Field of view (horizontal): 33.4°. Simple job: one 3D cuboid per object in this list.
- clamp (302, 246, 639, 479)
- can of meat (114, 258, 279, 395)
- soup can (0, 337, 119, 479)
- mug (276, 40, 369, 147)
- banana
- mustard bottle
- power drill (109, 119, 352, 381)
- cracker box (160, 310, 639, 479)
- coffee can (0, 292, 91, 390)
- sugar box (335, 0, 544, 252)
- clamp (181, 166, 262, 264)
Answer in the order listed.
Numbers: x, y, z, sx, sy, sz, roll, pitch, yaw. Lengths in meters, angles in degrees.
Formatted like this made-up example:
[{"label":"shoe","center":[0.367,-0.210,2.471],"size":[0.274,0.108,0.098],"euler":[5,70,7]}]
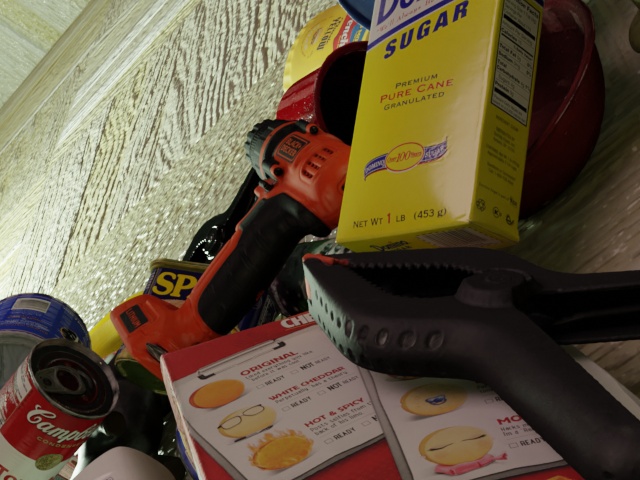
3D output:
[{"label":"clamp","center":[0.081,0.029,0.421],"size":[0.164,0.036,0.210],"euler":[-20,22,-38]},{"label":"can of meat","center":[-0.087,0.066,0.763],"size":[0.102,0.057,0.084],"euler":[7,58,17]},{"label":"soup can","center":[-0.194,0.125,0.733],"size":[0.102,0.068,0.068],"euler":[-49,23,24]},{"label":"mug","center":[0.018,-0.079,0.785],"size":[0.082,0.093,0.117],"euler":[-14,73,62]},{"label":"banana","center":[-0.181,0.087,0.975],"size":[0.198,0.037,0.069],"euler":[-28,33,45]},{"label":"mustard bottle","center":[0.041,-0.160,0.875],"size":[0.096,0.058,0.192],"euler":[-60,25,-13]},{"label":"power drill","center":[-0.055,0.001,0.691],"size":[0.187,0.057,0.185],"euler":[-51,23,-2]},{"label":"cracker box","center":[0.035,0.093,0.436],"size":[0.164,0.072,0.214],"euler":[-16,20,-11]},{"label":"coffee can","center":[-0.238,0.105,0.848],"size":[0.103,0.102,0.140],"euler":[-52,12,3]},{"label":"sugar box","center":[0.065,-0.080,0.560],"size":[0.094,0.048,0.176],"euler":[-9,68,45]},{"label":"clamp","center":[-0.072,0.009,0.872],"size":[0.172,0.039,0.120],"euler":[-50,26,36]}]
